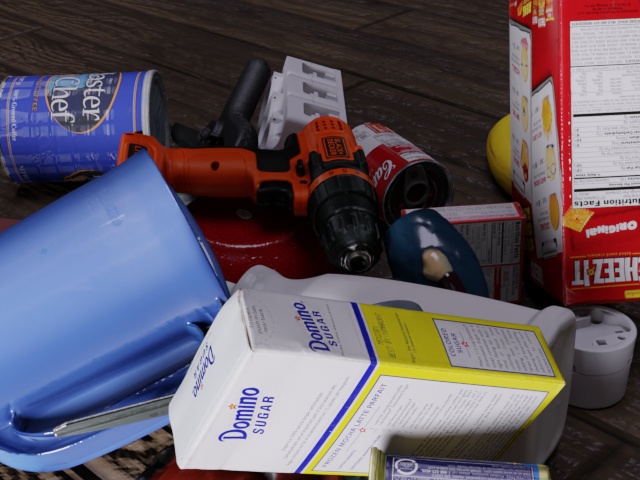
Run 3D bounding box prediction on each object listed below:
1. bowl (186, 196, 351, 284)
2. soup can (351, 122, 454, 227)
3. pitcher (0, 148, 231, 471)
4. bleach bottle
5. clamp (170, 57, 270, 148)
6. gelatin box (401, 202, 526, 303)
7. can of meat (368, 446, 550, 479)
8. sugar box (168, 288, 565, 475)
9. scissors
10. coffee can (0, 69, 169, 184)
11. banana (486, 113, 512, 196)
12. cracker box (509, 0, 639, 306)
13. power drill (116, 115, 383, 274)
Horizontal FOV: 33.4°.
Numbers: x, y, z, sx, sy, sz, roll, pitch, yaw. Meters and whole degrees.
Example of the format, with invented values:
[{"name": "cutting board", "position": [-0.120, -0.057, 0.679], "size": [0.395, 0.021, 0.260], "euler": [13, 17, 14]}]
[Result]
[{"name": "bowl", "position": [-0.055, 0.001, 0.823], "size": [0.162, 0.055, 0.162], "euler": [0, 35, 0]}, {"name": "soup can", "position": [0.060, -0.055, 0.920], "size": [0.068, 0.068, 0.102], "euler": [-15, 30, -21]}, {"name": "pitcher", "position": [-0.170, 0.062, 0.623], "size": [0.242, 0.145, 0.149], "euler": [-29, 2, -9]}, {"name": "bleach bottle", "position": [0.029, 0.062, 0.672], "size": [0.251, 0.102, 0.068], "euler": [16, 31, 30]}, {"name": "clamp", "position": [-0.097, -0.086, 0.964], "size": [0.120, 0.039, 0.171], "euler": [-37, 30, 32]}, {"name": "gelatin box", "position": [0.105, 0.012, 0.788], "size": [0.089, 0.073, 0.030], "euler": [-5, 28, -3]}, {"name": "can of meat", "position": [0.065, 0.143, 0.523], "size": [0.084, 0.102, 0.057], "euler": [3, 58, 4]}, {"name": "sugar box", "position": [0.023, 0.076, 0.532], "size": [0.176, 0.093, 0.048], "euler": [11, 40, -26]}, {"name": "scissors", "position": [-0.029, 0.065, 0.548], "size": [0.201, 0.096, 0.016], "euler": [-3, 55, -29]}, {"name": "coffee can", "position": [-0.220, -0.106, 1.004], "size": [0.140, 0.103, 0.103], "euler": [-2, 29, 2]}, {"name": "banana", "position": [0.186, -0.076, 0.986], "size": [0.069, 0.037, 0.198], "euler": [11, 28, -11]}, {"name": "cracker box", "position": [0.182, -0.075, 0.751], "size": [0.072, 0.214, 0.164], "euler": [-3, 8, -1]}, {"name": "power drill", "position": [-0.053, -0.031, 0.771], "size": [0.187, 0.057, 0.184], "euler": [-1, 31, -6]}]
